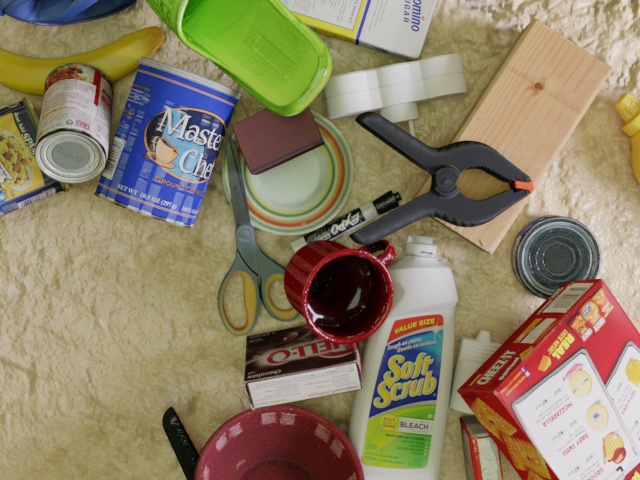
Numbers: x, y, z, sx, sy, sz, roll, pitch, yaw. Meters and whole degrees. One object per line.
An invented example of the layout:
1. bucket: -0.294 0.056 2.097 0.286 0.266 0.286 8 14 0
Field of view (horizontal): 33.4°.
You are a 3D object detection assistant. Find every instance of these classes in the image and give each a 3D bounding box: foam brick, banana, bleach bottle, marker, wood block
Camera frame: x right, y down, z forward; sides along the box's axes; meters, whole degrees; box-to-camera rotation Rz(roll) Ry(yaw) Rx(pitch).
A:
1. foam brick: -0.041 -0.102 1.038 0.078 0.053 0.051 -25 91 2
2. banana: -0.255 -0.180 1.071 0.198 0.037 0.069 0 94 2
3. bleach bottle: 0.080 0.120 1.061 0.102 0.068 0.251 5 90 0
4. marker: 0.027 -0.017 1.077 0.121 0.020 0.020 -27 91 3
5. wood block: 0.181 -0.097 1.033 0.091 0.090 0.206 33 93 1

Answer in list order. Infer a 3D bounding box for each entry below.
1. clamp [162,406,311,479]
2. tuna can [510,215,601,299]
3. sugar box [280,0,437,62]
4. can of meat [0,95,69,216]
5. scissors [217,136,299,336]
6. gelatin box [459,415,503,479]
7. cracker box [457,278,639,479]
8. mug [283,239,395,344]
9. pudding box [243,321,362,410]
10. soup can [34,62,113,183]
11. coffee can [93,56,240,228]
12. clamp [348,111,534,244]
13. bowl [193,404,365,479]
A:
1. clamp: -0.102 0.271 1.082 0.164 0.036 0.210 17 95 -8
2. tuna can: 0.235 0.018 1.063 0.086 0.034 0.086 0 92 2
3. sugar box: 0.026 -0.246 1.055 0.176 0.048 0.093 18 93 -2
4. can of meat: -0.308 -0.080 1.056 0.083 0.057 0.102 -25 92 -15
5. scissors: -0.057 0.001 1.065 0.096 0.016 0.202 7 105 -6
6. gelatin box: 0.159 0.216 1.047 0.030 0.089 0.073 -8 92 1
7. cracker box: 0.253 0.169 1.007 0.164 0.072 0.213 -42 103 -23
8. mug: 0.022 0.038 1.040 0.117 0.082 0.093 -41 111 -8
9. pudding box: -0.017 0.119 1.047 0.113 0.090 0.039 -13 113 4
10. soup can: -0.236 -0.113 1.025 0.068 0.102 0.068 -3 137 -3
11. coffee can: -0.149 -0.095 1.038 0.103 0.103 0.140 20 93 1
12. clamp: 0.106 -0.063 0.973 0.171 0.039 0.120 -6 96 -3
13. bowl: -0.040 0.241 1.019 0.162 0.055 0.162 2 58 -4
